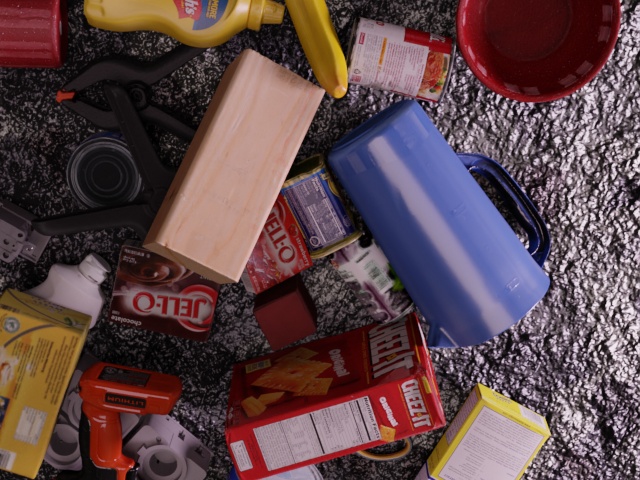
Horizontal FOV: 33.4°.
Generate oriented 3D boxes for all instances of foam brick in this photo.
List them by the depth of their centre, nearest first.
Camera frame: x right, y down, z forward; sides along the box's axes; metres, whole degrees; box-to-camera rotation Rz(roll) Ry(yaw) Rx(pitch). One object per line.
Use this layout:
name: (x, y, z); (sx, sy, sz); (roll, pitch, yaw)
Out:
foam brick: (-0.036, 0.075, 1.135); (0.053, 0.078, 0.051); (-24, 102, 7)

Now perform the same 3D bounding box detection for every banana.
banana: (-0.014, -0.226, 1.044); (0.037, 0.069, 0.198); (-22, 85, 12)

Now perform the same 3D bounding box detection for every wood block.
wood block: (-0.086, -0.070, 1.045); (0.090, 0.091, 0.206); (27, 80, -14)

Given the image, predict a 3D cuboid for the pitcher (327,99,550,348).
pitcher: (0.123, -0.024, 1.089); (0.145, 0.149, 0.243); (-30, 100, 24)

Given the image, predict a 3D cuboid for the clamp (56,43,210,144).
clamp: (-0.180, -0.160, 1.092); (0.171, 0.039, 0.120); (7, 99, -8)

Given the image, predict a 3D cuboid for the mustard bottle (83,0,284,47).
mustard bottle: (-0.130, -0.242, 1.055); (0.191, 0.058, 0.096); (11, 82, -4)

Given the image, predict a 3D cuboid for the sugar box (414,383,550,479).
sugar box: (0.171, 0.257, 1.201); (0.093, 0.048, 0.176); (29, 108, -7)

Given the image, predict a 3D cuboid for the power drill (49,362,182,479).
power drill: (-0.197, 0.231, 1.127); (0.184, 0.057, 0.188); (11, 105, -2)

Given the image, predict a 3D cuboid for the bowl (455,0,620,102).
bowl: (0.211, -0.221, 1.060); (0.162, 0.055, 0.162); (0, 105, 0)

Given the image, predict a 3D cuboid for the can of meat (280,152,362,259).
can of meat: (-0.003, -0.037, 1.091); (0.057, 0.102, 0.084); (-26, 101, 5)

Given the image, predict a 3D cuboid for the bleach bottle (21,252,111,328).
bleach bottle: (-0.327, 0.104, 1.156); (0.102, 0.068, 0.251); (43, 100, -12)

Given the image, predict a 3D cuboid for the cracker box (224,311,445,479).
cracker box: (0.012, 0.158, 1.113); (0.214, 0.164, 0.072); (-18, 107, 6)

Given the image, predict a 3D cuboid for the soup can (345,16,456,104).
soup can: (0.077, -0.180, 1.067); (0.102, 0.068, 0.068); (12, 105, -2)

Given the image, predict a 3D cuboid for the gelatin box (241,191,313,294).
gelatin box: (-0.057, 0.001, 1.124); (0.073, 0.030, 0.089); (-27, 107, -22)

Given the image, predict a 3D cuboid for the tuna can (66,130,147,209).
tuna can: (-0.222, -0.070, 1.119); (0.086, 0.033, 0.086); (0, 106, 1)

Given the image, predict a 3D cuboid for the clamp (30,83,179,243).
clamp: (-0.170, -0.053, 1.090); (0.209, 0.036, 0.164); (22, 91, -30)

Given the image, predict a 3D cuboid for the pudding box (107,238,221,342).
pudding box: (-0.165, 0.053, 1.150); (0.113, 0.039, 0.090); (13, 106, -3)

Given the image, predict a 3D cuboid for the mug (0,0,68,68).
mug: (-0.295, -0.223, 1.057); (0.081, 0.093, 0.117); (1, 69, -5)
